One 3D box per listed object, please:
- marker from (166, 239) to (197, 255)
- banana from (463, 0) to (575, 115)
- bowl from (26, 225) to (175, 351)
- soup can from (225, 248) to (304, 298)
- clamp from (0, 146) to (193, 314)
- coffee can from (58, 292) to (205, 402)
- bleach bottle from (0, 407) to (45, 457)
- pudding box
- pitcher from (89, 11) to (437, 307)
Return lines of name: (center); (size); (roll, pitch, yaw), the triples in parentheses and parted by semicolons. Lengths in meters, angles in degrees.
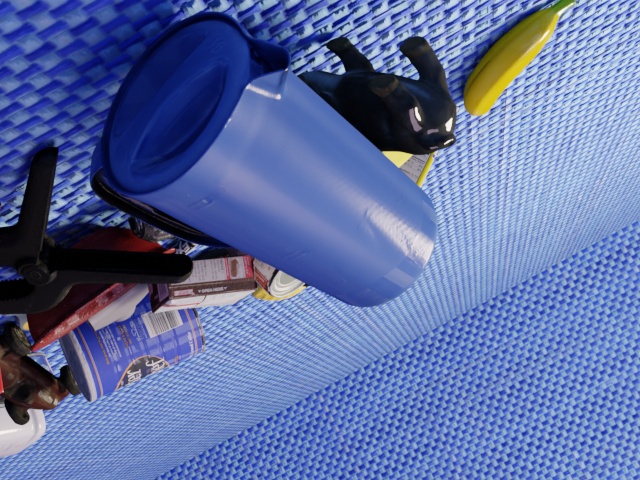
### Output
marker: (-0.147, 0.007, 1.144); (0.121, 0.020, 0.020); (-36, 164, 32)
banana: (0.188, -0.174, 1.089); (0.069, 0.037, 0.198); (-19, 164, -30)
bowl: (-0.215, 0.035, 0.988); (0.162, 0.055, 0.162); (-36, 180, 0)
soup can: (-0.057, 0.001, 1.083); (0.068, 0.102, 0.068); (-34, 152, -21)
clamp: (-0.231, 0.007, 0.864); (0.210, 0.036, 0.164); (-18, 133, 23)
coffee can: (-0.215, 0.107, 1.204); (0.140, 0.103, 0.103); (-23, 166, -21)
bleach bottle: (-0.470, 0.248, 1.322); (0.103, 0.068, 0.250); (-36, 162, 29)
pudding box: (-0.117, 0.043, 1.045); (0.090, 0.039, 0.114); (-6, 173, -18)
pitcher: (-0.033, -0.039, 0.759); (0.242, 0.149, 0.145); (33, 87, -42)
